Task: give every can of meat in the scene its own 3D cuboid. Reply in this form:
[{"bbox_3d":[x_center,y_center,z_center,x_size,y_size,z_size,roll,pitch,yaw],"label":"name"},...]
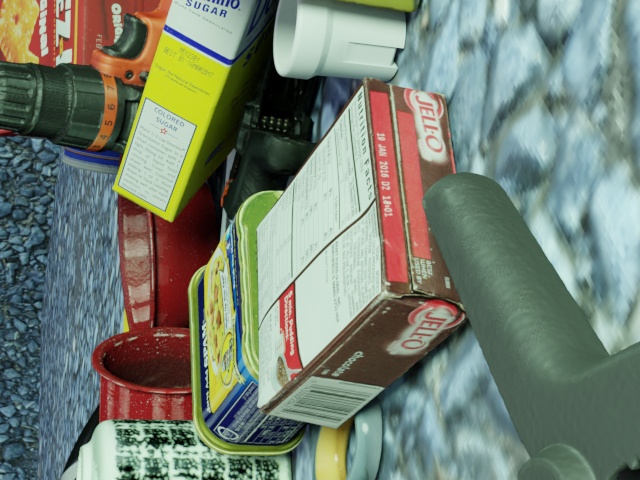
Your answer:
[{"bbox_3d":[-0.023,0.038,0.496,0.084,0.057,0.102,125,145,-55],"label":"can of meat"}]

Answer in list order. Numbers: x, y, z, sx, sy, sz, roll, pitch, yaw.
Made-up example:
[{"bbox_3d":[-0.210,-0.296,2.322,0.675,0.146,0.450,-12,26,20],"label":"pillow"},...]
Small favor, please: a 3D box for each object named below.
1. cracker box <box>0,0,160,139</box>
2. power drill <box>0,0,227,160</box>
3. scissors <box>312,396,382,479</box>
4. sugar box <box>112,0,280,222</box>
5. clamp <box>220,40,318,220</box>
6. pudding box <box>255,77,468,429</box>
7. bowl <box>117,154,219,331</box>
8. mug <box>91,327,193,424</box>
[{"bbox_3d":[-0.182,-0.161,0.783,0.214,0.072,0.164,3,93,58],"label":"cracker box"},{"bbox_3d":[-0.109,-0.141,0.640,0.057,0.184,0.188,36,114,46],"label":"power drill"},{"bbox_3d":[-0.004,0.125,0.481,0.202,0.016,0.096,136,137,-65],"label":"scissors"},{"bbox_3d":[-0.052,-0.102,0.564,0.176,0.048,0.093,-59,0,42],"label":"sugar box"},{"bbox_3d":[-0.021,-0.066,0.549,0.172,0.039,0.120,135,153,-68],"label":"clamp"},{"bbox_3d":[0.011,0.009,0.400,0.114,0.039,0.090,132,143,-50],"label":"pudding box"},{"bbox_3d":[-0.109,0.003,0.768,0.162,0.055,0.162,177,90,-73],"label":"bowl"},{"bbox_3d":[-0.091,0.105,0.671,0.117,0.093,0.081,-45,-38,-67],"label":"mug"}]
